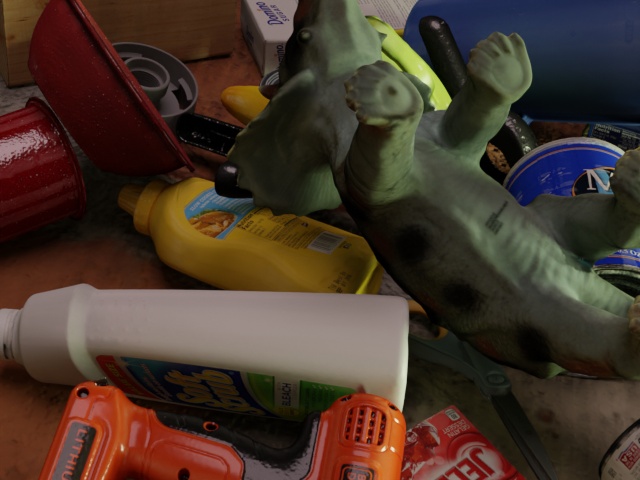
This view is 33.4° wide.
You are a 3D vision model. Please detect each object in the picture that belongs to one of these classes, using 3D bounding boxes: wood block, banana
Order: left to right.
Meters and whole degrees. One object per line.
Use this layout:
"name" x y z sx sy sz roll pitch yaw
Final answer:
"wood block" -0.185 -0.208 0.935 0.205 0.090 0.091 -14 45 -24
"banana" 0.018 -0.067 0.757 0.198 0.069 0.037 23 84 -1

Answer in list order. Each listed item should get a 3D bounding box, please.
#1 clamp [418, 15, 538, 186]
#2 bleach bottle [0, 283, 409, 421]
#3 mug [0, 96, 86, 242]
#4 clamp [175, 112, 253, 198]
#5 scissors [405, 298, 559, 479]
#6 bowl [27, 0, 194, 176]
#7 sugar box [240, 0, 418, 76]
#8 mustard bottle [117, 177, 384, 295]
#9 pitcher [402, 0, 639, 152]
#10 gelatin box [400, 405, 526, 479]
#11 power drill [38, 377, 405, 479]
"clamp" 0.112 -0.083 0.859 0.039 0.120 0.171 -27 73 -34
"bleach bottle" -0.075 0.068 0.642 0.251 0.102 0.068 4 60 3
"mug" -0.226 -0.044 0.747 0.081 0.093 0.117 -24 20 -28
"clamp" 0.000 -0.048 0.792 0.209 0.036 0.164 11 17 -14
"scissors" 0.091 0.088 0.681 0.096 0.016 0.201 3 32 1
"bowl" -0.155 -0.100 0.745 0.055 0.162 0.162 -34 50 -2
"sugar box" 0.019 -0.199 1.000 0.176 0.048 0.093 -8 43 -14
"mustard bottle" -0.055 0.001 0.738 0.192 0.058 0.096 22 29 15
"pitcher" 0.191 -0.145 0.865 0.243 0.145 0.149 3 37 35
"gelatin box" 0.067 0.143 0.619 0.089 0.030 0.073 -21 49 -30
"power drill" -0.054 0.154 0.552 0.187 0.057 0.184 11 54 3
